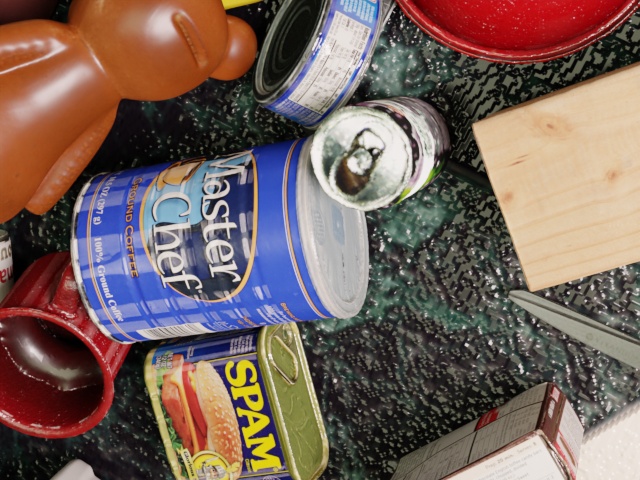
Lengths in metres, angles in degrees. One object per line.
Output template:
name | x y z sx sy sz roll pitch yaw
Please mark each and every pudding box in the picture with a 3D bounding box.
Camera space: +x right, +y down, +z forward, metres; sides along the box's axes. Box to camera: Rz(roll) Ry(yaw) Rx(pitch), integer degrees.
pudding box | 0.088 0.129 0.595 0.114 0.090 0.039 -33 90 20

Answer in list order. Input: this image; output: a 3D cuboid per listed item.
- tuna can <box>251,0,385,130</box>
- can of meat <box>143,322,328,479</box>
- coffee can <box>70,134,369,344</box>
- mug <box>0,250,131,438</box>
tuna can | -0.003 -0.105 0.575 0.033 0.086 0.086 23 110 -23
can of meat | -0.051 0.102 0.651 0.084 0.057 0.102 -12 98 21
coffee can | -0.054 0.001 0.606 0.140 0.102 0.103 -8 99 18
mug | -0.155 0.049 0.645 0.093 0.081 0.117 21 121 -2
